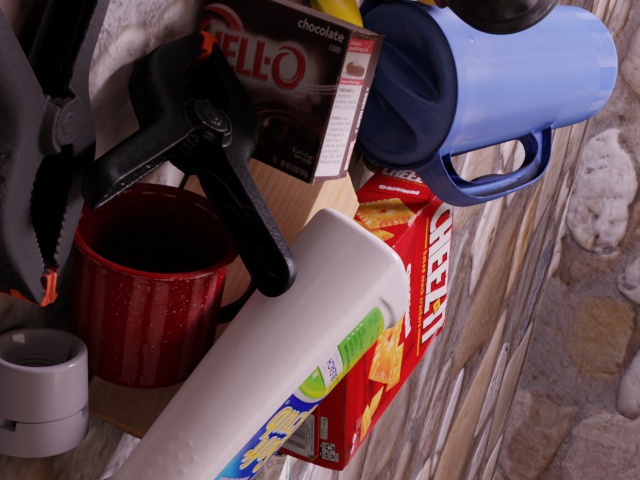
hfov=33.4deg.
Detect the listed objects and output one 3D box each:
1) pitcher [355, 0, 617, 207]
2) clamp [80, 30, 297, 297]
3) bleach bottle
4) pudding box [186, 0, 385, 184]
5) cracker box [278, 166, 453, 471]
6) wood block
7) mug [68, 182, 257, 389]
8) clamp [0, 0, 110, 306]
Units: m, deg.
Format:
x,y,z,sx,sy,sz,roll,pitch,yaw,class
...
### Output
x,y,z,sx,sy,sz,roll,pitch,yaw,class
0.144,-0.130,0.899,0.242,0.145,0.149,-13,123,-40,pitcher
-0.073,-0.054,0.557,0.039,0.171,0.120,-39,135,25,clamp
-0.052,0.102,0.577,0.250,0.068,0.102,-50,163,-16,bleach bottle
-0.026,-0.094,0.622,0.039,0.114,0.090,-12,121,-53,pudding box
0.039,0.054,0.856,0.213,0.072,0.164,-45,143,-50,cracker box
-0.059,0.038,0.694,0.090,0.091,0.206,64,47,-66,wood block
-0.084,0.025,0.590,0.117,0.093,0.081,-6,126,-28,mug
-0.131,-0.057,0.468,0.164,0.036,0.210,-52,157,-64,clamp
